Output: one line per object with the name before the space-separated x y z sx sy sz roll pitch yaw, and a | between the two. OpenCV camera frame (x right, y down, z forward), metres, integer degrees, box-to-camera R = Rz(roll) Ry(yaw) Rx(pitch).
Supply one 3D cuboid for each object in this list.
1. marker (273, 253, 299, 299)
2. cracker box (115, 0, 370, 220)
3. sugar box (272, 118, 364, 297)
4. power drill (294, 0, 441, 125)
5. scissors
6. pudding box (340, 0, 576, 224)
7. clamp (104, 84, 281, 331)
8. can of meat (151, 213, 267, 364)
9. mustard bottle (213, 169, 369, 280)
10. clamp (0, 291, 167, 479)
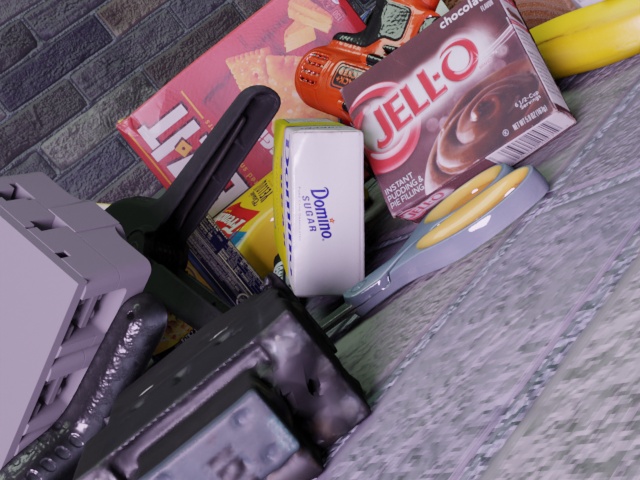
marker | -0.023 0.028 0.700 0.020 0.020 0.121 -38 10 6
cracker box | -0.036 -0.099 0.890 0.213 0.164 0.072 -39 8 1
sugar box | -0.005 -0.027 0.660 0.048 0.093 0.176 -1 8 -3
power drill | 0.080 -0.150 0.689 0.185 0.057 0.187 26 88 44
scissors | 0.033 0.017 0.560 0.202 0.016 0.096 -34 9 24
pudding box | 0.075 -0.075 0.603 0.114 0.090 0.039 -32 -25 25
clamp | -0.097 -0.001 0.654 0.210 0.036 0.164 -12 65 43
can of meat | -0.094 0.035 0.732 0.102 0.084 0.057 -33 11 30
mustard bottle | -0.056 0.001 0.817 0.191 0.058 0.096 -39 25 3
clamp | -0.118 0.113 0.554 0.171 0.039 0.120 -51 -31 -7
